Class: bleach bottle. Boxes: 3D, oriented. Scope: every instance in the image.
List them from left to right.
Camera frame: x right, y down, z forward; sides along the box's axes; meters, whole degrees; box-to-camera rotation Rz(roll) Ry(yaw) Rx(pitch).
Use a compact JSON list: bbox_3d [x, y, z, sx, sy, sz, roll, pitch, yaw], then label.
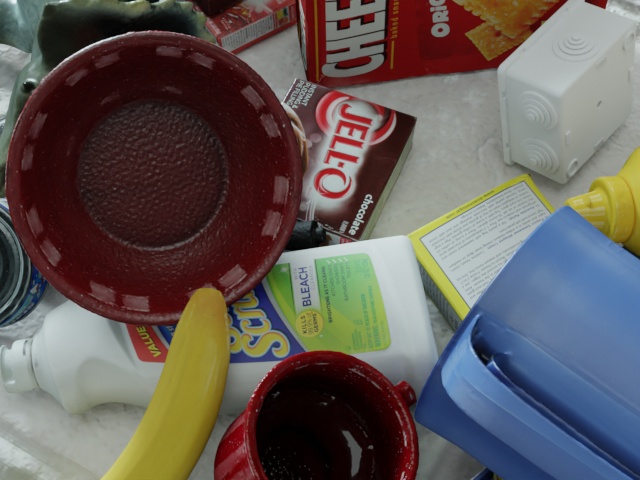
[{"bbox_3d":[-0.062,0.064,0.632,0.251,0.068,0.102,-9,59,-1],"label":"bleach bottle"}]

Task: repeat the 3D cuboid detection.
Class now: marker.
[{"bbox_3d":[-0.054,0.001,0.674,0.121,0.020,0.020,-4,56,20],"label":"marker"}]

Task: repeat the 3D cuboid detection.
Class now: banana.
[{"bbox_3d":[-0.104,0.117,0.580,0.069,0.037,0.198,43,93,3],"label":"banana"}]

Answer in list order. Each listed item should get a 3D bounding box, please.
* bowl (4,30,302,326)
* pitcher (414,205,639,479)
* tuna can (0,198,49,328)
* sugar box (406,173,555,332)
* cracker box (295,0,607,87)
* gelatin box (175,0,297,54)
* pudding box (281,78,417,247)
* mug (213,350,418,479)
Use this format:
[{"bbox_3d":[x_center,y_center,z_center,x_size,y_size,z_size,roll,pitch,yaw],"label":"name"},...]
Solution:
[{"bbox_3d":[-0.094,-0.035,0.606,0.162,0.055,0.162,-1,98,-11],"label":"bowl"},{"bbox_3d":[0.170,0.103,0.494,0.243,0.145,0.149,36,63,20],"label":"pitcher"},{"bbox_3d":[-0.212,0.014,0.658,0.086,0.033,0.086,0,92,6],"label":"tuna can"},{"bbox_3d":[0.135,0.050,0.641,0.093,0.048,0.176,-28,63,-8],"label":"sugar box"},{"bbox_3d":[0.090,-0.189,0.723,0.213,0.164,0.072,-8,56,-3],"label":"cracker box"},{"bbox_3d":[-0.068,-0.186,0.804,0.073,0.030,0.089,-29,62,-16],"label":"gelatin box"},{"bbox_3d":[0.003,-0.047,0.710,0.090,0.039,0.113,19,61,12],"label":"pudding box"},{"bbox_3d":[0.001,0.109,0.564,0.117,0.082,0.093,-30,80,-32],"label":"mug"}]
